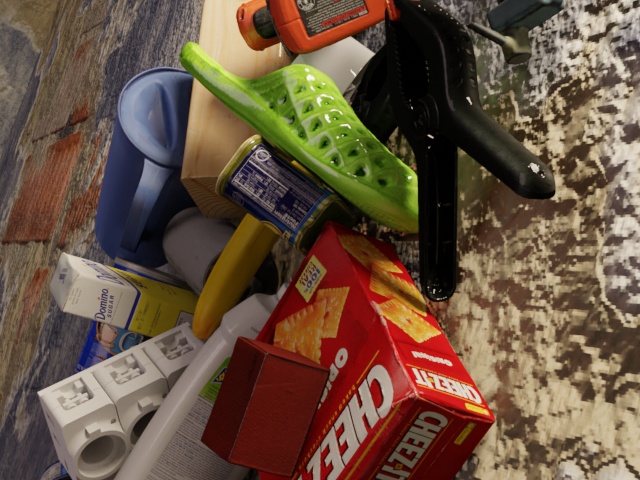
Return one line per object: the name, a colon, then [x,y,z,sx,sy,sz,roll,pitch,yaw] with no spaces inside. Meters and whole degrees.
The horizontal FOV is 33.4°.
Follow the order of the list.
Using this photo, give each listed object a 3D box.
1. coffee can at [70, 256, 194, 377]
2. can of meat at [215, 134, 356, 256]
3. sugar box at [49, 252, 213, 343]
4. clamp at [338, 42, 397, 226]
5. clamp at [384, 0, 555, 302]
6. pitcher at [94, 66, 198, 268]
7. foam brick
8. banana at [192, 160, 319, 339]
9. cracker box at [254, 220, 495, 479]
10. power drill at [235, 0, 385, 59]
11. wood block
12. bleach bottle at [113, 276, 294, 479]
coffee can: [-0.197,0.100,1.153,0.103,0.102,0.140,14,83,65]
can of meat: [-0.024,-0.029,0.845,0.057,0.084,0.102,-53,-18,0]
sugar box: [-0.167,0.063,1.035,0.048,0.176,0.093,-67,24,3]
clamp: [0.044,-0.096,0.905,0.172,0.039,0.120,-60,32,33]
clamp: [0.080,-0.072,0.720,0.165,0.036,0.210,117,142,-52]
pitcher: [-0.184,-0.061,1.185,0.145,0.149,0.243,58,147,19]
foam brick: [-0.037,0.111,0.715,0.053,0.051,0.078,19,88,63]
banana: [-0.056,-0.003,0.932,0.198,0.037,0.069,-56,6,-1]
cracker box: [0.016,0.110,0.754,0.164,0.072,0.214,-59,27,20]
power drill: [0.020,-0.205,0.887,0.184,0.057,0.187,-25,13,0]
wood block: [-0.072,-0.133,1.044,0.091,0.090,0.206,65,-153,-64]
bleach bottle: [-0.076,0.142,0.905,0.251,0.102,0.068,-55,18,12]
